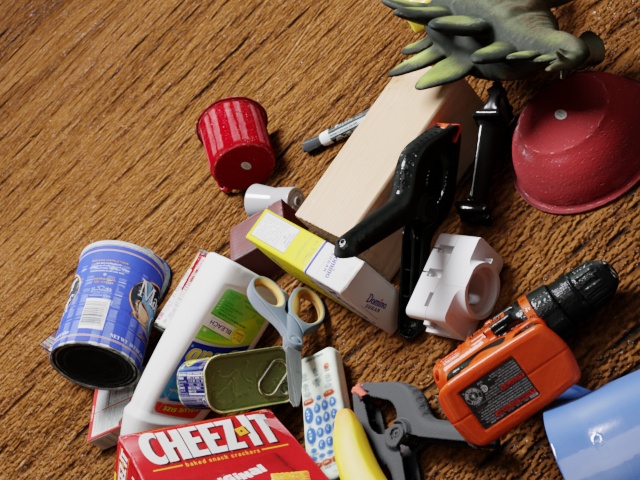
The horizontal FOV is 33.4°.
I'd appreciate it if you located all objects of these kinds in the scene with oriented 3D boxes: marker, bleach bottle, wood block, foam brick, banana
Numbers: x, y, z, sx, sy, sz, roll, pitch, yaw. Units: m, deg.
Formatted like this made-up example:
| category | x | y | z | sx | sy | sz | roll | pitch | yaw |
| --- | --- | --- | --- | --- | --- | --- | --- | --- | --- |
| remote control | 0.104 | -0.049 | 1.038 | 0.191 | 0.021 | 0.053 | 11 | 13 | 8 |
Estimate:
| category | x | y | z | sx | sy | sz | roll | pitch | yaw |
| --- | --- | --- | --- | --- | --- | --- | --- | --- | --- |
| marker | 0.029 | -0.132 | 1.265 | 0.121 | 0.020 | 0.020 | -24 | 46 | 28 |
| bleach bottle | -0.137 | 0.144 | 1.153 | 0.068 | 0.102 | 0.251 | 20 | 80 | 56 |
| wood block | 0.081 | -0.074 | 1.118 | 0.091 | 0.090 | 0.206 | 26 | 78 | 49 |
| foam brick | -0.058 | 0.001 | 1.214 | 0.078 | 0.053 | 0.051 | -29 | 44 | 21 |
| banana | 0.057 | 0.213 | 0.911 | 0.069 | 0.037 | 0.198 | -58 | 35 | -2 |

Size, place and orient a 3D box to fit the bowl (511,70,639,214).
| category | x | y | z | sx | sy | sz | roll | pitch | yaw |
| --- | --- | --- | --- | --- | --- | --- | --- | --- | --- |
| bowl | 0.244 | -0.107 | 1.022 | 0.162 | 0.055 | 0.162 | -25 | 45 | 27 |

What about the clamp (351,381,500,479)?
| category | x | y | z | sx | sy | sz | roll | pitch | yaw |
| --- | --- | --- | --- | --- | --- | --- | --- | --- | --- |
| clamp | 0.087 | 0.174 | 0.956 | 0.120 | 0.039 | 0.172 | -44 | 43 | 9 |

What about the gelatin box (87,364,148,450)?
| category | x | y | z | sx | sy | sz | roll | pitch | yaw |
| --- | --- | --- | --- | --- | --- | --- | --- | --- | --- |
| gelatin box | -0.225 | 0.193 | 1.233 | 0.089 | 0.030 | 0.073 | -26 | 44 | 26 |

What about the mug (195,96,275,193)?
| category | x | y | z | sx | sy | sz | roll | pitch | yaw |
| --- | --- | --- | --- | --- | --- | --- | --- | --- | --- |
| mug | -0.107 | -0.109 | 1.328 | 0.117 | 0.093 | 0.081 | -60 | 34 | 38 |

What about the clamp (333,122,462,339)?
| category | x | y | z | sx | sy | sz | roll | pitch | yaw |
| --- | --- | --- | --- | --- | --- | --- | --- | --- | --- |
| clamp | 0.084 | -0.030 | 1.012 | 0.036 | 0.164 | 0.210 | 9 | 70 | 34 |

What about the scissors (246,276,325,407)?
| category | x | y | z | sx | sy | sz | roll | pitch | yaw |
| --- | --- | --- | --- | --- | --- | --- | --- | --- | --- |
| scissors | -0.043 | 0.091 | 1.062 | 0.016 | 0.096 | 0.201 | -61 | 1 | 25 |

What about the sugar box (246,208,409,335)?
| category | x | y | z | sx | sy | sz | roll | pitch | yaw |
| --- | --- | --- | --- | --- | --- | --- | --- | --- | --- |
| sugar box | 0.006 | 0.031 | 1.101 | 0.048 | 0.093 | 0.176 | -53 | 40 | -4 |

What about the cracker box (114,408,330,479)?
| category | x | y | z | sx | sy | sz | roll | pitch | yaw |
| --- | --- | --- | --- | --- | --- | --- | --- | --- | --- |
| cracker box | -0.071 | 0.242 | 0.948 | 0.214 | 0.163 | 0.072 | 41 | 128 | 50 |

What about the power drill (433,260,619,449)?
| category | x | y | z | sx | sy | sz | roll | pitch | yaw |
| --- | --- | --- | --- | --- | --- | --- | --- | --- | --- |
| power drill | 0.167 | 0.088 | 0.865 | 0.184 | 0.057 | 0.187 | -39 | -3 | 13 |

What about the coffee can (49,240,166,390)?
| category | x | y | z | sx | sy | sz | roll | pitch | yaw |
| --- | --- | --- | --- | --- | --- | --- | --- | --- | --- |
| coffee can | -0.241 | 0.085 | 1.220 | 0.103 | 0.102 | 0.140 | -19 | 45 | 31 |

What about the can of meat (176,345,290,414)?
| category | x | y | z | sx | sy | sz | roll | pitch | yaw |
| --- | --- | --- | --- | --- | --- | --- | --- | --- | --- |
| can of meat | -0.086 | 0.141 | 1.082 | 0.084 | 0.101 | 0.057 | -15 | 82 | 60 |

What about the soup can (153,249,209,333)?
| category | x | y | z | sx | sy | sz | roll | pitch | yaw |
| --- | --- | --- | --- | --- | --- | --- | --- | --- | --- |
| soup can | -0.136 | 0.071 | 1.219 | 0.069 | 0.068 | 0.102 | 19 | 74 | 48 |
